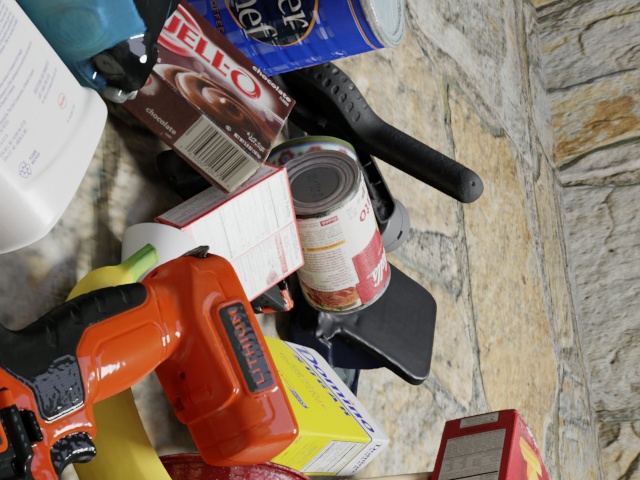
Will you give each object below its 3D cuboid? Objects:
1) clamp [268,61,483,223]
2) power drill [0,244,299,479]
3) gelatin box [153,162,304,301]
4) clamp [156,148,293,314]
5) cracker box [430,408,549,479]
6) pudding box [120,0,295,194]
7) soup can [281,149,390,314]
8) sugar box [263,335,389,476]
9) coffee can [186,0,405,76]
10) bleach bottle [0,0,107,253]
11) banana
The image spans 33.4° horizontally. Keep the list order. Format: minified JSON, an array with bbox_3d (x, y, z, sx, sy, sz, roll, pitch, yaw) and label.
[{"bbox_3d":[0.019,-0.088,0.863,0.210,0.165,0.036,40,70,-7],"label":"clamp"},{"bbox_3d":[-0.092,0.083,0.445,0.187,0.057,0.184,-12,78,-53],"label":"power drill"},{"bbox_3d":[-0.054,0.001,0.666,0.089,0.030,0.073,-34,127,-34],"label":"gelatin box"},{"bbox_3d":[-0.060,-0.016,0.718,0.120,0.039,0.171,-51,128,-55],"label":"clamp"},{"bbox_3d":[0.136,0.249,0.788,0.164,0.072,0.213,67,21,-16],"label":"cracker box"},{"bbox_3d":[-0.075,-0.093,0.650,0.113,0.039,0.090,43,33,-15],"label":"pudding box"},{"bbox_3d":[0.007,-0.006,0.756,0.102,0.068,0.068,71,20,-44],"label":"soup can"},{"bbox_3d":[-0.022,0.106,0.692,0.093,0.048,0.176,49,11,22],"label":"sugar box"},{"bbox_3d":[-0.023,-0.169,0.742,0.102,0.140,0.103,-10,90,-70],"label":"coffee can"},{"bbox_3d":[-0.179,-0.110,0.404,0.102,0.068,0.250,-79,149,-44],"label":"bleach bottle"},{"bbox_3d":[-0.091,0.090,0.521,0.037,0.069,0.198,112,-36,-63],"label":"banana"}]
